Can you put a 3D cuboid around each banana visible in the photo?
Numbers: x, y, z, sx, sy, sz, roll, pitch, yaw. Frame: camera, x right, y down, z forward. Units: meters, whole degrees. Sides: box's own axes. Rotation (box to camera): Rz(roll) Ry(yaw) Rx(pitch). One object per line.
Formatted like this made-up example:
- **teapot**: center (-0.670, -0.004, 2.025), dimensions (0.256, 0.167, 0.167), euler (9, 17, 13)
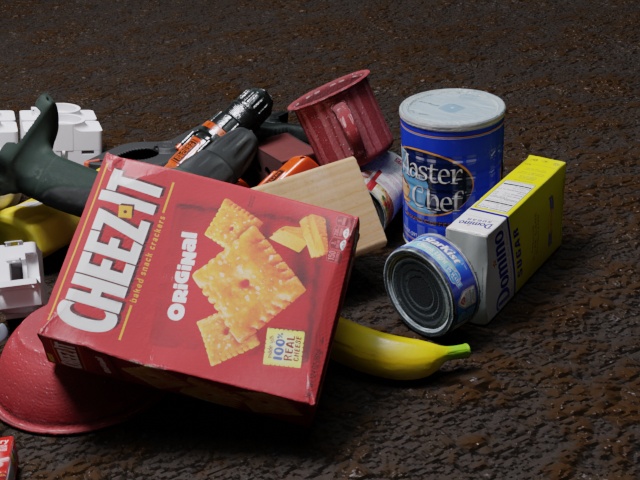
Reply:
- **banana**: center (0.026, 0.081, 0.906), dimensions (0.198, 0.037, 0.069), euler (18, 17, 34)

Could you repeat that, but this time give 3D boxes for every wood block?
- **wood block**: center (-0.056, 0.002, 0.976), dimensions (0.205, 0.090, 0.091), euler (-20, -3, -28)

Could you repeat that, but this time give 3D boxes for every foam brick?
- **foam brick**: center (-0.038, -0.083, 1.210), dimensions (0.051, 0.053, 0.078), euler (-19, 30, -27)

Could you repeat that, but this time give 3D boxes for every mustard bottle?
- **mustard bottle**: center (-0.255, -0.037, 1.141), dimensions (0.096, 0.058, 0.191), euler (2, 24, 42)

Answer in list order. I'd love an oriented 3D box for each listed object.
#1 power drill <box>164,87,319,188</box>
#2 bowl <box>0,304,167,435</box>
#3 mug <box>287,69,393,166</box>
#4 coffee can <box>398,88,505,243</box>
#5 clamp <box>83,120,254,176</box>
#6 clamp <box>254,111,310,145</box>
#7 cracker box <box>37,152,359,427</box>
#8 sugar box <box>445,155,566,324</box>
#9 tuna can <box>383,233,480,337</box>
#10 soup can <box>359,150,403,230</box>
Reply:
- **power drill**: center (-0.079, -0.078, 1.139), dimensions (0.184, 0.057, 0.188), euler (-48, 42, -12)
- **bowl**: center (-0.201, 0.092, 0.890), dimensions (0.162, 0.055, 0.162), euler (-3, 27, 1)
- **mug**: center (0.026, -0.118, 1.095), dimensions (0.093, 0.081, 0.117), euler (-26, 15, -2)
- **coffee can**: center (0.131, -0.068, 1.062), dimensions (0.103, 0.140, 0.103), euler (-3, 27, 1)
- **clamp**: center (-0.182, -0.102, 1.284), dimensions (0.209, 0.036, 0.165), euler (-9, 26, -19)
- **clamp**: center (-0.054, -0.131, 1.288), dimensions (0.120, 0.039, 0.171), euler (15, 17, 35)
- **cracker box**: center (-0.089, 0.037, 0.832), dimensions (0.213, 0.072, 0.164), euler (14, 64, 2)
- **sugar box**: center (0.174, -0.003, 0.984), dimensions (0.048, 0.093, 0.176), euler (12, 32, 29)
- **tuna can**: center (0.095, 0.039, 0.919), dimensions (0.033, 0.086, 0.086), euler (-26, 35, -34)
- **soup can**: center (0.052, -0.047, 1.111), dimensions (0.069, 0.068, 0.102), euler (7, 29, 21)
